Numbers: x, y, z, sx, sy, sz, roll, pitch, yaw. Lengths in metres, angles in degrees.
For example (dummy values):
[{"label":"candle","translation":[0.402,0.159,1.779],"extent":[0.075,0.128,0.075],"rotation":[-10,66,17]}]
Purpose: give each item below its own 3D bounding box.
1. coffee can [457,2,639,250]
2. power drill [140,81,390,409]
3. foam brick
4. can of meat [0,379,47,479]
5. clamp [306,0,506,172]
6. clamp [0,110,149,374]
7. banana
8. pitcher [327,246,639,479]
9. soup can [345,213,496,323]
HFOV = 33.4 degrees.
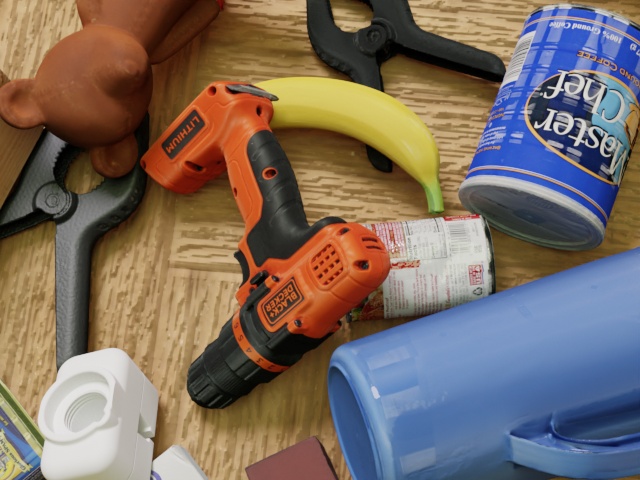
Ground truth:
[{"label":"coffee can","translation":[0.168,-0.077,0.742],"extent":[0.103,0.103,0.140],"rotation":[21,77,7]},{"label":"power drill","translation":[-0.055,0.001,0.731],"extent":[0.185,0.057,0.188],"rotation":[-41,65,28]},{"label":"foam brick","translation":[-0.013,0.164,0.699],"extent":[0.051,0.078,0.053],"rotation":[-24,76,-3]},{"label":"can of meat","translation":[-0.237,0.143,0.725],"extent":[0.084,0.057,0.102],"rotation":[-40,78,-10]},{"label":"clamp","translation":[0.054,-0.148,0.797],"extent":[0.120,0.039,0.171],"rotation":[-29,79,-3]},{"label":"clamp","translation":[-0.183,-0.014,0.772],"extent":[0.165,0.036,0.210],"rotation":[38,81,13]},{"label":"banana","translation":[0.006,-0.082,0.764],"extent":[0.198,0.037,0.069],"rotation":[21,87,20]},{"label":"pitcher","translation":[0.136,0.091,0.654],"extent":[0.242,0.149,0.145],"rotation":[-14,70,-13]},{"label":"soup can","translation":[0.065,0.019,0.739],"extent":[0.102,0.068,0.068],"rotation":[-6,75,0]}]
